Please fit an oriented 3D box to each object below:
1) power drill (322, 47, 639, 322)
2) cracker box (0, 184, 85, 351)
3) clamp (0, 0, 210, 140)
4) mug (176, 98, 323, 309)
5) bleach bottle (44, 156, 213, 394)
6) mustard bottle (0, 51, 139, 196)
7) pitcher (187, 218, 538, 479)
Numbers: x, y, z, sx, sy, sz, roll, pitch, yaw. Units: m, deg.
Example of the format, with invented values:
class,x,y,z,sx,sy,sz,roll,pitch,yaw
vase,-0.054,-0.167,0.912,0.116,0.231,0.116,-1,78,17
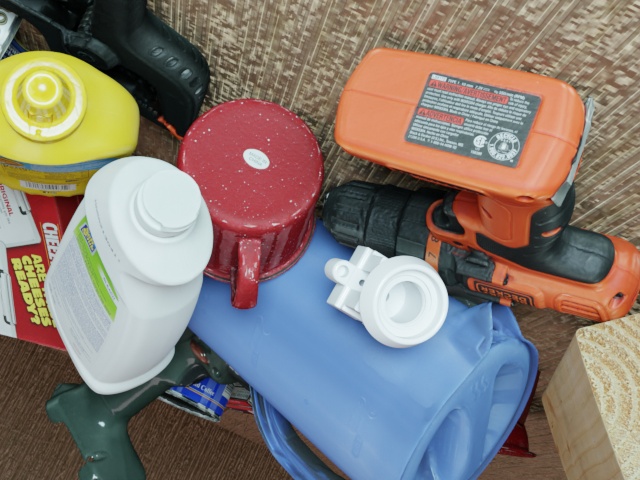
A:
class,x,y,z,sx,sy,sz,roll,pitch,yaw
power drill,0.067,-0.024,0.536,0.185,0.057,0.187,14,164,22
cracker box,-0.251,-0.015,0.825,0.214,0.072,0.164,8,115,31
clamp,-0.125,-0.115,0.554,0.165,0.036,0.210,17,165,20
mug,-0.043,-0.019,0.614,0.093,0.117,0.081,5,161,-7
bleach bottle,-0.106,0.020,0.614,0.102,0.068,0.251,62,156,5
mustard bottle,-0.148,-0.062,0.581,0.096,0.058,0.192,5,175,-12
pitcher,0.003,0.069,0.692,0.243,0.149,0.145,34,163,31
